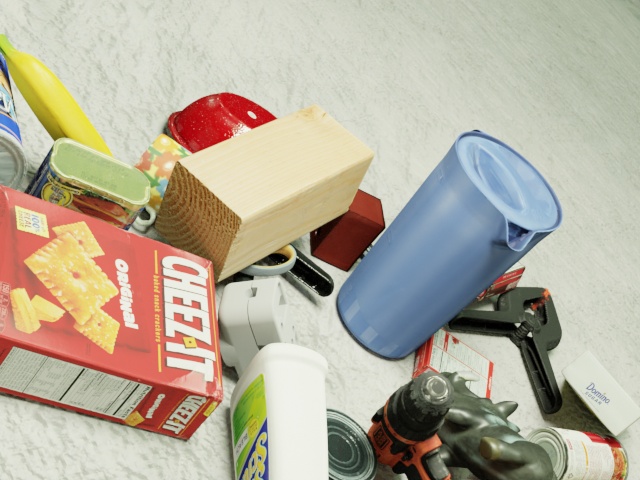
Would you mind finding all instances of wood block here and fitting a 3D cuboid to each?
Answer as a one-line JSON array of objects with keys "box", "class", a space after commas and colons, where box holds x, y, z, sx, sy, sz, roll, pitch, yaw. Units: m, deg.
[{"box": [-0.053, -0.051, 1.058, 0.091, 0.090, 0.205, 40, 41, 18], "class": "wood block"}]

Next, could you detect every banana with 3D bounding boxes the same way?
[{"box": [-0.230, -0.106, 0.988, 0.197, 0.037, 0.070, 60, 1, -40], "class": "banana"}]

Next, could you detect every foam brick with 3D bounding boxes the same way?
[{"box": [0.029, -0.015, 1.199, 0.051, 0.078, 0.053, 24, 35, -23], "class": "foam brick"}]

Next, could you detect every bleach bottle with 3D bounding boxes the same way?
[{"box": [-0.028, 0.208, 0.858, 0.068, 0.103, 0.251, 18, 38, -22], "class": "bleach bottle"}]

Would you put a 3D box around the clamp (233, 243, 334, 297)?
[{"box": [-0.057, 0.001, 1.126, 0.120, 0.039, 0.171, 9, 44, -36], "class": "clamp"}]

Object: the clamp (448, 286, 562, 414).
[{"box": [0.254, 0.118, 1.304, 0.164, 0.036, 0.209, 46, 33, 10], "class": "clamp"}]

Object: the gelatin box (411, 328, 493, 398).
[{"box": [0.146, 0.144, 1.174, 0.089, 0.030, 0.073, 33, 35, -11], "class": "gelatin box"}]

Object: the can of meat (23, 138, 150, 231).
[{"box": [-0.216, -0.036, 0.972, 0.102, 0.084, 0.057, 23, 37, -25], "class": "can of meat"}]

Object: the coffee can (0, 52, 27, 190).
[{"box": [-0.320, -0.110, 0.939, 0.102, 0.103, 0.140, 11, 43, -37], "class": "coffee can"}]

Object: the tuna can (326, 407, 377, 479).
[{"box": [0.010, 0.196, 0.973, 0.086, 0.034, 0.086, 26, 36, -21], "class": "tuna can"}]

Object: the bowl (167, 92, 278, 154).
[{"box": [-0.087, -0.117, 1.192, 0.162, 0.055, 0.162, 28, 22, -13], "class": "bowl"}]

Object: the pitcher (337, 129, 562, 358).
[{"box": [0.124, 0.006, 1.117, 0.145, 0.243, 0.149, 49, 34, 12], "class": "pitcher"}]

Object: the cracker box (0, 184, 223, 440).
[{"box": [-0.191, 0.060, 0.898, 0.213, 0.072, 0.164, 21, 39, -28], "class": "cracker box"}]

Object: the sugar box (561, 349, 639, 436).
[{"box": [0.324, 0.178, 1.232, 0.093, 0.048, 0.176, 51, 8, 17], "class": "sugar box"}]

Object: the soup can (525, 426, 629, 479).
[{"box": [0.274, 0.240, 1.155, 0.102, 0.069, 0.068, 14, 42, -34], "class": "soup can"}]

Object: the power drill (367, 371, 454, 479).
[{"box": [0.112, 0.216, 0.941, 0.057, 0.184, 0.188, -22, 71, -18], "class": "power drill"}]

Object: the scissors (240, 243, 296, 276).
[{"box": [-0.121, 0.000, 1.052, 0.201, 0.016, 0.096, 4, 45, -23], "class": "scissors"}]
